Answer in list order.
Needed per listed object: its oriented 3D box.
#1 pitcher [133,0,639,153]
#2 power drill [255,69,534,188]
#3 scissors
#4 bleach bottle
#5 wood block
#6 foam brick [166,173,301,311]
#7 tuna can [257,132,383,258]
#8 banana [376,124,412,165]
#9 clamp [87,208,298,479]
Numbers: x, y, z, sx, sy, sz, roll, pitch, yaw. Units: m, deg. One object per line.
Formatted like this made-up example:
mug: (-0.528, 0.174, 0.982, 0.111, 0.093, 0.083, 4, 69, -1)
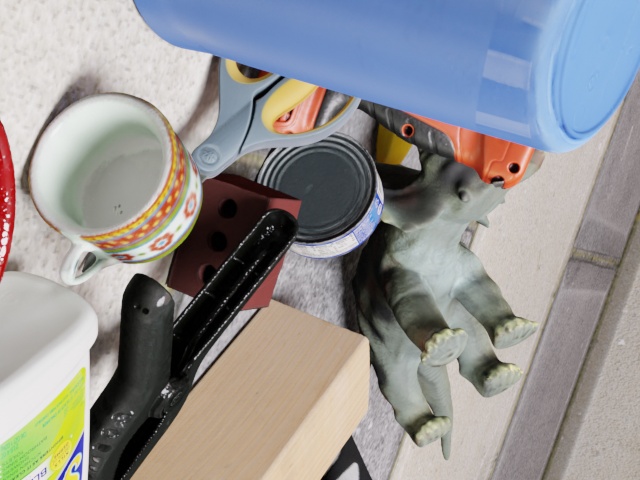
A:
pitcher: (0.037, -0.129, 0.527, 0.149, 0.243, 0.145, -46, 144, -28)
power drill: (0.062, -0.126, 0.672, 0.057, 0.188, 0.184, -18, 129, -77)
scissors: (-0.069, -0.066, 0.623, 0.201, 0.096, 0.016, -29, 166, -15)
bleach bottle: (-0.160, 0.143, 0.558, 0.102, 0.068, 0.251, -45, 149, -45)
wood block: (-0.052, 0.150, 0.767, 0.205, 0.091, 0.090, -50, 151, -39)
foam brick: (-0.054, 0.001, 0.685, 0.051, 0.053, 0.078, 1, 108, -66)
tuna can: (0.000, -0.031, 0.739, 0.086, 0.086, 0.033, -64, 158, -14)
banana: (0.055, -0.130, 0.852, 0.069, 0.037, 0.197, -36, 147, -7)
clamp: (-0.097, 0.078, 0.598, 0.210, 0.036, 0.164, -57, 167, 18)
